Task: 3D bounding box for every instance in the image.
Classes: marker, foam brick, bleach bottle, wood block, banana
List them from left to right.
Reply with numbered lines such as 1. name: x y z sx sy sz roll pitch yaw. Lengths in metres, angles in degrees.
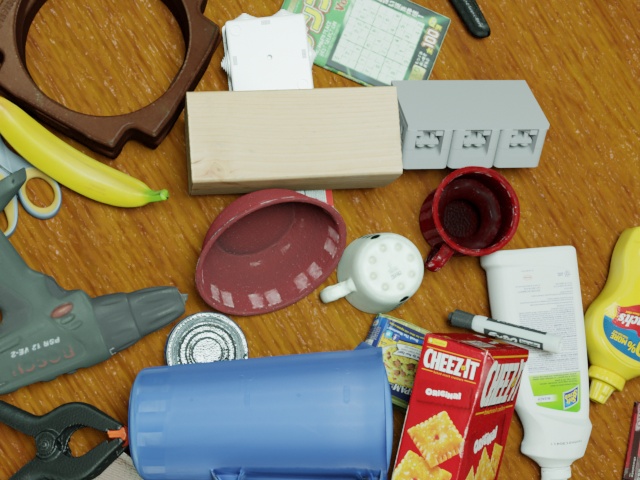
1. banana: -0.248 -0.082 1.072 0.197 0.070 0.037 28 49 -15
2. foam brick: -0.206 0.245 1.055 0.051 0.053 0.078 36 81 -4
3. wood block: -0.030 -0.099 1.069 0.206 0.090 0.091 -3 84 -9
4. marker: 0.188 0.092 1.098 0.121 0.020 0.020 14 80 27
5. bleach bottle: 0.232 0.134 1.133 0.102 0.068 0.251 -4 87 -5

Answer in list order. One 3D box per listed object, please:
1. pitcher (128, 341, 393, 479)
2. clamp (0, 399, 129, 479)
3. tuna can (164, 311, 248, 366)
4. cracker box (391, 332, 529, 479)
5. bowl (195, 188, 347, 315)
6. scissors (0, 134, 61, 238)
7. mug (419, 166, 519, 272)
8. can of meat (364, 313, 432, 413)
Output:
1. pitcher: -0.053 0.178 1.004 0.243 0.149 0.145 -3 96 3
2. clamp: -0.266 0.191 1.034 0.171 0.039 0.120 -18 78 5
3. tuna can: -0.117 0.115 1.092 0.086 0.034 0.086 1 84 -9
4. cracker box: 0.133 0.201 1.038 0.072 0.164 0.214 14 91 24
5. bowl: -0.057 0.001 1.076 0.162 0.162 0.055 -21 50 -11
6. scissors: -0.317 -0.101 1.093 0.096 0.016 0.202 -3 85 -11
7. mug: 0.146 -0.016 1.124 0.093 0.081 0.117 33 80 -5
8. can of meat: 0.088 0.133 1.112 0.102 0.057 0.084 24 79 -6
